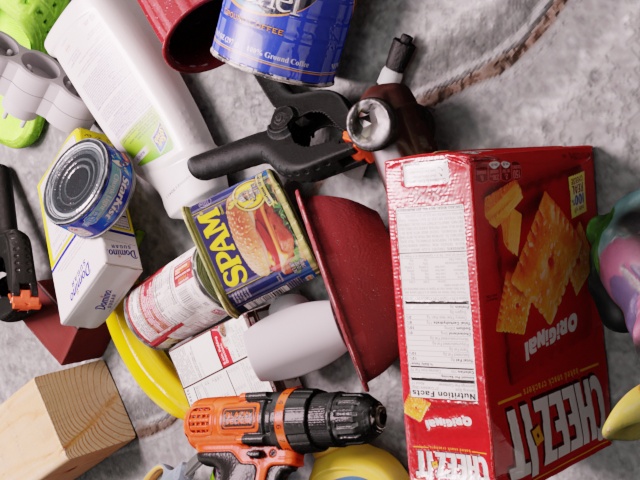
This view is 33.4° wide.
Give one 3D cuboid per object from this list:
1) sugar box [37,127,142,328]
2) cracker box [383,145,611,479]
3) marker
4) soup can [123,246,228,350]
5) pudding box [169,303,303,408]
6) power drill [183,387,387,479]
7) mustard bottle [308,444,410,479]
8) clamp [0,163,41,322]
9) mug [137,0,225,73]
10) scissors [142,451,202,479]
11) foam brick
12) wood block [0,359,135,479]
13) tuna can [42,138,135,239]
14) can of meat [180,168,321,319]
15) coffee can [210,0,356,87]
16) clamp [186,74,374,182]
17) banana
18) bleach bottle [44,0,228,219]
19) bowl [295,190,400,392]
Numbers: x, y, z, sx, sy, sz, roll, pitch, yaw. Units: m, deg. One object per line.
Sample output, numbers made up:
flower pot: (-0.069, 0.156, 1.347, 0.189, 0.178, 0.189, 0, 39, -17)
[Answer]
sugar box: (-0.220, -0.013, 1.009, 0.093, 0.048, 0.176, -48, 47, 33)
cracker box: (0.124, 0.046, 0.701, 0.072, 0.163, 0.214, -3, 93, 40)
marker: (0.046, -0.105, 0.837, 0.020, 0.020, 0.121, 36, 116, 30)
soup can: (-0.119, 0.049, 0.955, 0.102, 0.068, 0.068, -31, 76, 36)
pudding box: (-0.076, 0.118, 0.948, 0.114, 0.039, 0.090, -30, 79, 39)
power drill: (-0.034, 0.207, 0.826, 0.185, 0.057, 0.187, -9, 66, 34)
mustard bottle: (0.039, 0.226, 0.857, 0.096, 0.058, 0.192, -33, 75, 35)
clamp: (-0.326, 0.033, 1.101, 0.210, 0.036, 0.165, 48, 129, 52)
mug: (-0.100, -0.210, 0.899, 0.117, 0.093, 0.081, -45, 63, 28)
scissors: (-0.132, 0.231, 0.966, 0.202, 0.016, 0.096, -34, 36, 55)
foam brick: (-0.253, 0.080, 1.076, 0.078, 0.052, 0.051, 42, 119, 29)
wood block: (-0.296, 0.213, 1.101, 0.206, 0.090, 0.090, -36, 74, 35)
tuna can: (-0.206, -0.047, 0.945, 0.086, 0.033, 0.086, -18, 58, 32)
can of meat: (-0.056, 0.001, 0.885, 0.084, 0.057, 0.102, -26, 74, 2)
coffee can: (-0.020, -0.201, 0.824, 0.103, 0.102, 0.140, 29, 112, 33)
clamp: (-0.025, -0.098, 0.861, 0.172, 0.039, 0.120, 8, 76, 34)
banana: (-0.168, 0.091, 1.018, 0.070, 0.037, 0.198, -32, 76, 37)
bleach bottle: (-0.157, -0.108, 0.973, 0.103, 0.067, 0.251, -41, 73, 38)
bowl: (0.032, 0.030, 0.806, 0.055, 0.162, 0.162, -19, 81, 0)
